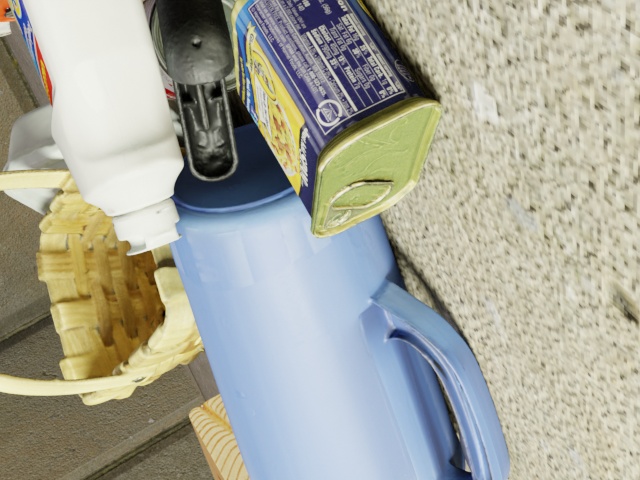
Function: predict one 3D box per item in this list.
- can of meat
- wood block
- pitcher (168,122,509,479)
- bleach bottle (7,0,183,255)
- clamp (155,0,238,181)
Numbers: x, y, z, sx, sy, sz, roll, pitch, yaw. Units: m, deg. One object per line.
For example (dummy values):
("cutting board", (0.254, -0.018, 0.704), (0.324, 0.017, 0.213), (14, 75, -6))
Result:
("can of meat", (0.003, -0.061, 0.469), (0.084, 0.057, 0.102), (59, 167, 17))
("wood block", (-0.029, 0.182, 0.816), (0.091, 0.090, 0.206), (55, 166, 26))
("pitcher", (0.005, 0.058, 0.603), (0.145, 0.149, 0.243), (-111, 3, -58))
("bleach bottle", (-0.114, -0.115, 0.484), (0.103, 0.068, 0.251), (5, 114, 70))
("clamp", (-0.065, -0.133, 0.478), (0.164, 0.036, 0.210), (102, 157, -73))
